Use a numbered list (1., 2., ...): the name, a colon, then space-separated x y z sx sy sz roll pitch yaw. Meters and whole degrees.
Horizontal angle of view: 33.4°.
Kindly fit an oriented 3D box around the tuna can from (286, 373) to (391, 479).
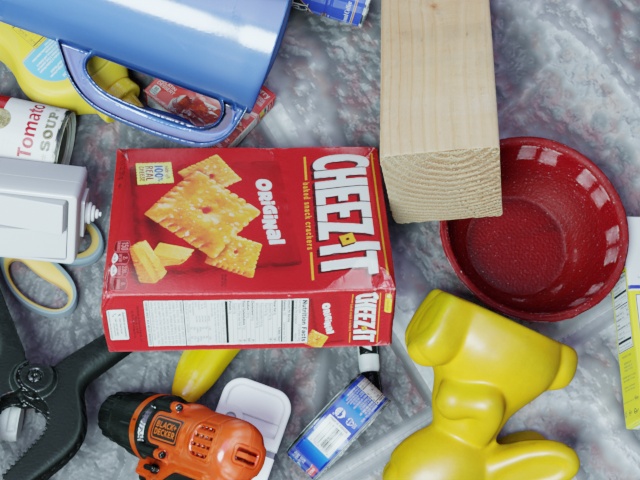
1. tuna can: 0.013 0.143 0.820 0.034 0.086 0.086 43 73 8

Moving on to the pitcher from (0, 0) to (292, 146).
1. pitcher: -0.148 -0.186 0.838 0.242 0.145 0.149 16 43 -8

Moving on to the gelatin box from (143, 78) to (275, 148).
1. gelatin box: -0.096 -0.123 0.919 0.089 0.030 0.073 40 72 6

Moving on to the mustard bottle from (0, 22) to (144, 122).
1. mustard bottle: -0.221 -0.163 0.901 0.191 0.058 0.096 41 66 7

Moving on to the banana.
1. banana: -0.044 0.058 0.855 0.197 0.037 0.070 -31 41 -15

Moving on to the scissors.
1. scissors: -0.261 -0.022 0.875 0.202 0.016 0.096 45 71 8

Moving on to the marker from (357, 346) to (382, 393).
1. marker: 0.038 0.077 0.879 0.020 0.020 0.121 -2 73 -8

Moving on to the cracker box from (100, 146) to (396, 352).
1. cracker box: -0.055 0.001 0.825 0.213 0.072 0.164 -1 45 -3

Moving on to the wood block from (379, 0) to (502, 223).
1. wood block: 0.098 -0.126 0.875 0.090 0.091 0.206 -4 56 10

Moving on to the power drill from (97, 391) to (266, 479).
1. power drill: -0.129 0.200 0.754 0.057 0.185 0.187 27 74 -35

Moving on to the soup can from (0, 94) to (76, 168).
1. soup can: -0.257 -0.084 0.868 0.102 0.068 0.068 12 72 -4

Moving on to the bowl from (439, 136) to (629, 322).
1. bowl: 0.173 -0.004 0.901 0.162 0.055 0.162 2 72 -6

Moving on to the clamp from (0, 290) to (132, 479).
1. clamp: -0.201 0.105 0.790 0.164 0.036 0.210 9 54 -7
